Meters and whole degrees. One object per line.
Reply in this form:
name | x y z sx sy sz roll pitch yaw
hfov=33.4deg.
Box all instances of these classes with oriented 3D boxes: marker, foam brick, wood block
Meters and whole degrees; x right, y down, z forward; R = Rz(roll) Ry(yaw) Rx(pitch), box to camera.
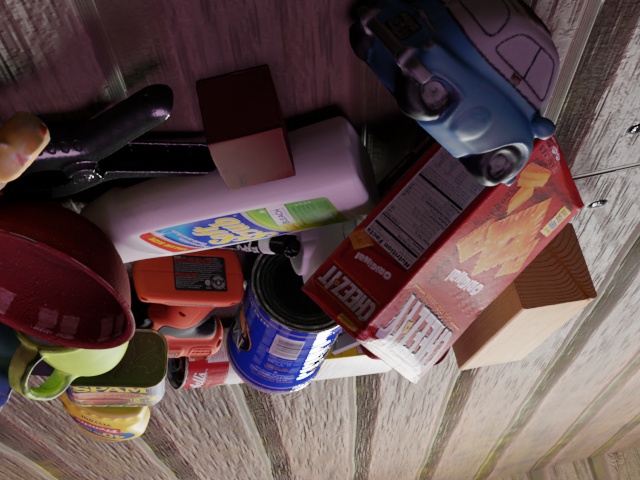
marker | -0.056 0.001 0.905 0.020 0.020 0.121 5 -179 -37
foam brick | -0.051 -0.077 0.747 0.053 0.051 0.078 -13 158 1
wood block | 0.215 0.067 1.198 0.090 0.091 0.206 -7 157 -16

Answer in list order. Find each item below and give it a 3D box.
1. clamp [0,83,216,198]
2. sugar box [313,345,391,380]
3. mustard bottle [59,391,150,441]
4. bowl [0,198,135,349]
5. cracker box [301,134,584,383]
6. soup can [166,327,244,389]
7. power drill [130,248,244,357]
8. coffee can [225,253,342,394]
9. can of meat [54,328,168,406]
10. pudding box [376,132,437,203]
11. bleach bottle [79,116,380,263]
clamp | -0.157 -0.058 0.753 0.172 0.039 0.120 -13 155 17
sugar box | 0.013 0.142 1.330 0.176 0.048 0.093 -1 156 -18
mustard bottle | -0.233 0.180 1.158 0.096 0.058 0.192 18 158 -2
bowl | -0.206 0.018 0.802 0.162 0.055 0.162 14 147 9
cracker box | 0.106 0.003 0.848 0.213 0.072 0.164 -47 151 0
soup can | -0.116 0.128 1.193 0.102 0.068 0.069 -1 156 -28
power drill | -0.165 0.066 1.031 0.184 0.057 0.188 1 156 -24
coffee can | -0.031 0.076 1.044 0.102 0.103 0.140 -5 150 -19
can of meat | -0.196 0.122 1.012 0.102 0.057 0.084 2 157 -7
pudding box | 0.093 -0.035 0.904 0.090 0.039 0.113 -46 150 7
bleach bottle | -0.085 -0.026 0.842 0.251 0.068 0.102 -15 160 12
